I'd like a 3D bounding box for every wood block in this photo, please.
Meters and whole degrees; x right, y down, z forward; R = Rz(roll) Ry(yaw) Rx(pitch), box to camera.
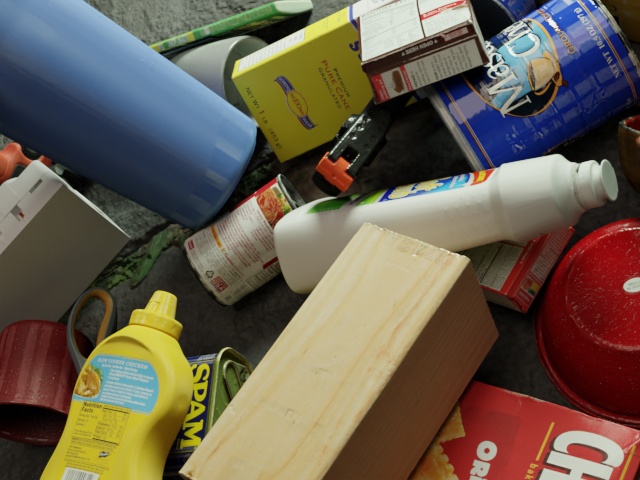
[{"bbox_3d":[0.018,0.101,0.685,0.090,0.090,0.206,20,63,36],"label":"wood block"}]

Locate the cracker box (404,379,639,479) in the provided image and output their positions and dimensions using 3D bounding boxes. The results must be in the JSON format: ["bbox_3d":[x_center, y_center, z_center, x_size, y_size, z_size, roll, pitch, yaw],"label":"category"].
[{"bbox_3d":[0.090,0.177,0.702,0.214,0.072,0.164,13,61,33],"label":"cracker box"}]

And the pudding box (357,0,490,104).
[{"bbox_3d":[0.075,-0.154,0.812,0.090,0.039,0.113,-20,26,12],"label":"pudding box"}]

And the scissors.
[{"bbox_3d":[-0.173,0.135,0.873,0.016,0.096,0.202,-40,45,52],"label":"scissors"}]

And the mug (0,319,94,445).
[{"bbox_3d":[-0.245,0.125,0.918,0.117,0.093,0.081,-42,36,49],"label":"mug"}]

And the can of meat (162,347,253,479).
[{"bbox_3d":[-0.104,0.142,0.846,0.084,0.057,0.102,-10,59,26],"label":"can of meat"}]

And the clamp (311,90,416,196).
[{"bbox_3d":[0.038,-0.087,0.829,0.039,0.171,0.120,31,110,-3],"label":"clamp"}]

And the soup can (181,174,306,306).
[{"bbox_3d":[-0.056,0.001,0.890,0.102,0.068,0.068,-34,54,8],"label":"soup can"}]

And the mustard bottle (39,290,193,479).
[{"bbox_3d":[-0.146,0.129,0.804,0.096,0.058,0.191,3,67,33],"label":"mustard bottle"}]

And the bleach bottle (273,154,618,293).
[{"bbox_3d":[0.092,-0.018,0.773,0.251,0.102,0.068,-13,97,34],"label":"bleach bottle"}]

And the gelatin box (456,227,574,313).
[{"bbox_3d":[0.134,0.008,0.795,0.073,0.030,0.089,-57,33,-10],"label":"gelatin box"}]

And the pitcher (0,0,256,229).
[{"bbox_3d":[-0.177,-0.118,0.878,0.149,0.242,0.145,-63,17,-13],"label":"pitcher"}]

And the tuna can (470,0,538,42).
[{"bbox_3d":[0.137,-0.197,0.886,0.086,0.086,0.033,26,76,35],"label":"tuna can"}]

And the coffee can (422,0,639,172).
[{"bbox_3d":[0.162,-0.115,0.818,0.140,0.102,0.103,-32,54,9],"label":"coffee can"}]

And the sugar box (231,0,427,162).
[{"bbox_3d":[0.023,-0.144,0.909,0.176,0.093,0.048,-23,27,17],"label":"sugar box"}]
